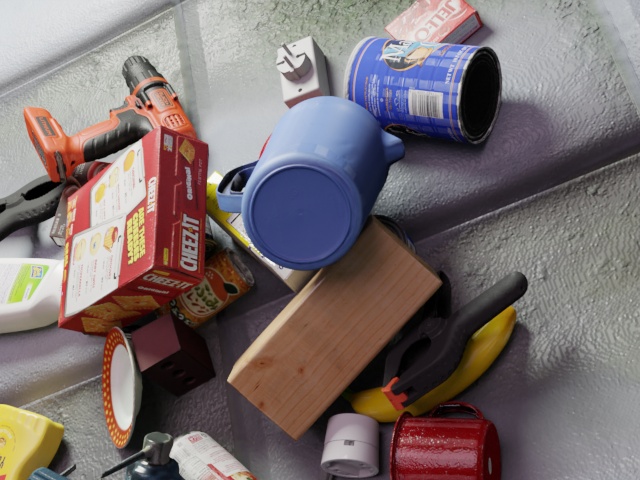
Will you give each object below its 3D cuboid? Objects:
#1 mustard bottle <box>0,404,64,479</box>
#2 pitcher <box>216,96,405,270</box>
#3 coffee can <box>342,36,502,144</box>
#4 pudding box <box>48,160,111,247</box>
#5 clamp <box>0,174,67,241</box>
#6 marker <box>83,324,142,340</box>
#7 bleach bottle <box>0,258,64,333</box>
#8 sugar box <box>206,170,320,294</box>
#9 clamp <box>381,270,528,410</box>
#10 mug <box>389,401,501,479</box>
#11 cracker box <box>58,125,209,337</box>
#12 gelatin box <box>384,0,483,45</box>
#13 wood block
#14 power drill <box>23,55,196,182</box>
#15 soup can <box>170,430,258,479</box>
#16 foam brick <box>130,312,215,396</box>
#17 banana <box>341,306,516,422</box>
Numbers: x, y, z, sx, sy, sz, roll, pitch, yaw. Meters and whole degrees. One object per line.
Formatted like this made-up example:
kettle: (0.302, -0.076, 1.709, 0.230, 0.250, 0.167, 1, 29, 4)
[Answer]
mustard bottle: (-0.360, 0.282, 1.183, 0.096, 0.058, 0.191, 8, 68, 32)
pitcher: (-0.014, -0.054, 1.034, 0.145, 0.242, 0.149, 36, 107, -4)
coffee can: (0.110, -0.163, 1.147, 0.141, 0.102, 0.102, 12, 70, 32)
pudding box: (-0.271, -0.041, 1.309, 0.090, 0.039, 0.113, 8, 68, 9)
clamp: (-0.386, -0.033, 1.354, 0.210, 0.036, 0.164, -22, 31, 3)
marker: (-0.230, 0.105, 1.235, 0.121, 0.020, 0.020, 4, 66, 30)
bleach bottle: (-0.366, 0.071, 1.300, 0.251, 0.068, 0.102, -1, 62, 25)
sugar box: (-0.057, 0.001, 1.153, 0.048, 0.093, 0.176, -49, 54, -5)
clamp: (0.121, 0.086, 1.000, 0.120, 0.039, 0.171, -17, 33, 50)
mug: (0.117, 0.193, 0.965, 0.082, 0.093, 0.117, -3, 37, 22)
cracker box: (-0.204, -0.003, 1.160, 0.214, 0.072, 0.164, -28, 55, 45)
gelatin box: (0.130, -0.247, 1.228, 0.089, 0.030, 0.073, -40, 53, 3)
wood block: (0.014, 0.082, 1.040, 0.090, 0.091, 0.206, 42, 95, -4)
power drill: (-0.267, -0.154, 1.328, 0.187, 0.057, 0.185, -21, 49, -17)
soup can: (-0.107, 0.244, 1.063, 0.102, 0.068, 0.068, 33, 82, 37)
foam brick: (-0.158, 0.123, 1.150, 0.053, 0.078, 0.051, -29, 53, 11)
banana: (0.106, 0.128, 1.031, 0.198, 0.037, 0.069, -27, 55, 13)
